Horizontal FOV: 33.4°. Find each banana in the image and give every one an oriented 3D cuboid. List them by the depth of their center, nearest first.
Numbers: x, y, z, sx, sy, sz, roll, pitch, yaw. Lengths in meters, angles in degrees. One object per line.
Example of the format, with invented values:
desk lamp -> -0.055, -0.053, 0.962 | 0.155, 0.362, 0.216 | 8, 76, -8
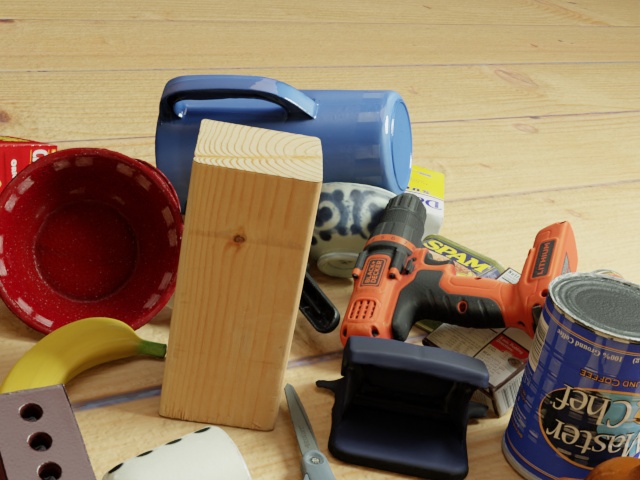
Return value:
banana -> -0.190, 0.099, 0.789 | 0.070, 0.037, 0.197 | 20, 26, 18

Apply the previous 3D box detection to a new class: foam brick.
foam brick -> -0.178, 0.139, 0.665 | 0.052, 0.051, 0.078 | -7, 50, -31

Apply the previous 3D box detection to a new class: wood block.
wood block -> -0.060, 0.027, 0.793 | 0.090, 0.206, 0.090 | 9, 25, -6

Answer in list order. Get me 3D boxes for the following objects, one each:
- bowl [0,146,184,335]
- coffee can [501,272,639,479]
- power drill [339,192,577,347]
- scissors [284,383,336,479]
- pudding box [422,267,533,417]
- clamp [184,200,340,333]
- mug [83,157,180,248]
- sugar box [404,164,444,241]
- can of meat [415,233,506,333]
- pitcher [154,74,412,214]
bowl -> -0.195, 0.006, 0.893 | 0.162, 0.162, 0.055 | 5, -7, -12
coffee can -> 0.204, 0.109, 0.804 | 0.102, 0.140, 0.103 | 9, 25, -4
power drill -> 0.121, 0.025, 0.916 | 0.188, 0.057, 0.184 | -3, 45, 26
scissors -> -0.018, 0.165, 0.739 | 0.096, 0.016, 0.202 | -6, 31, -28
pudding box -> 0.157, 0.083, 0.909 | 0.113, 0.039, 0.090 | -35, 44, -20
clamp -> -0.056, 0.001, 0.976 | 0.164, 0.036, 0.210 | 42, 6, -13
mug -> -0.196, -0.030, 0.982 | 0.093, 0.117, 0.081 | -25, 9, 36
sugar box -> 0.089, -0.047, 1.182 | 0.093, 0.048, 0.176 | 16, 17, 1
can of meat -> 0.112, 0.043, 1.011 | 0.102, 0.057, 0.083 | 26, 32, 32
pitcher -> -0.038, -0.098, 1.067 | 0.243, 0.145, 0.149 | 0, 10, 17
